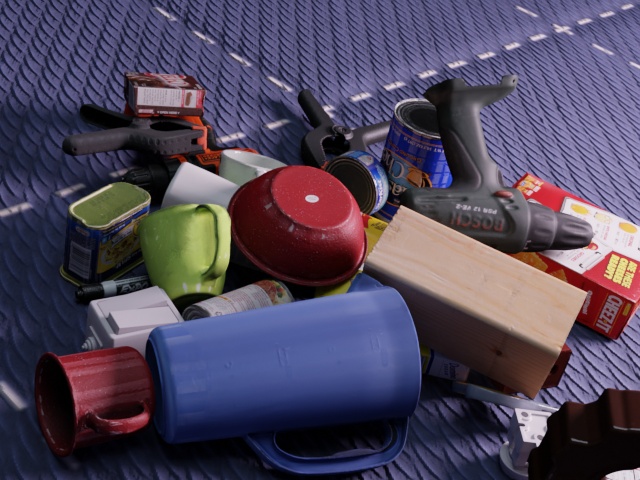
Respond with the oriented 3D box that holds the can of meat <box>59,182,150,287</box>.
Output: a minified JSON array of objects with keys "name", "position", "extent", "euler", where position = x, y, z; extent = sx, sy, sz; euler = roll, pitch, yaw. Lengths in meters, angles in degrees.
[{"name":"can of meat","position":[-0.232,-0.007,1.160],"extent":[0.057,0.084,0.101],"euler":[28,37,20]}]

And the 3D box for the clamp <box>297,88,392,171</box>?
[{"name":"clamp","position":[0.037,-0.140,1.490],"extent":[0.164,0.036,0.210],"euler":[12,36,-1]}]

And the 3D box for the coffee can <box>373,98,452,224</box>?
[{"name":"coffee can","position":[0.127,-0.096,1.365],"extent":[0.102,0.140,0.103],"euler":[10,34,-7]}]

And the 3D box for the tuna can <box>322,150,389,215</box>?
[{"name":"tuna can","position":[0.044,-0.070,1.348],"extent":[0.086,0.086,0.033],"euler":[32,36,25]}]

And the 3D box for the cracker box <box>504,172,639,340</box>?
[{"name":"cracker box","position":[0.308,0.016,1.331],"extent":[0.214,0.072,0.163],"euler":[29,39,20]}]

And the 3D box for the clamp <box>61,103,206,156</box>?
[{"name":"clamp","position":[-0.226,-0.135,1.307],"extent":[0.171,0.039,0.120],"euler":[2,35,-11]}]

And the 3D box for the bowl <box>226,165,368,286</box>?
[{"name":"bowl","position":[-0.017,-0.029,1.147],"extent":[0.162,0.055,0.162],"euler":[12,46,-13]}]

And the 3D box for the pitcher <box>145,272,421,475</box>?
[{"name":"pitcher","position":[-0.034,0.131,1.000],"extent":[0.242,0.145,0.149],"euler":[-6,30,-18]}]

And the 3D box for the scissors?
[{"name":"scissors","position":[0.220,0.174,1.110],"extent":[0.201,0.016,0.096],"euler":[19,-5,-31]}]

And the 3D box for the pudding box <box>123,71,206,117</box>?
[{"name":"pudding box","position":[-0.197,-0.184,1.340],"extent":[0.090,0.039,0.113],"euler":[0,20,-16]}]

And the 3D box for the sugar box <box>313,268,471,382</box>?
[{"name":"sugar box","position":[0.078,0.086,1.142],"extent":[0.176,0.048,0.093],"euler":[10,53,5]}]

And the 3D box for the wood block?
[{"name":"wood block","position":[0.148,0.062,1.083],"extent":[0.206,0.091,0.090],"euler":[26,54,12]}]

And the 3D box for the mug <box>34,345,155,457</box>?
[{"name":"mug","position":[-0.193,0.142,0.946],"extent":[0.081,0.093,0.117],"euler":[-7,15,-35]}]

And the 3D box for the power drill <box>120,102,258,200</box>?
[{"name":"power drill","position":[-0.188,-0.118,1.365],"extent":[0.184,0.057,0.188],"euler":[-10,42,-26]}]

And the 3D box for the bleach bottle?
[{"name":"bleach bottle","position":[-0.058,0.001,1.215],"extent":[0.251,0.103,0.068],"euler":[24,54,-1]}]

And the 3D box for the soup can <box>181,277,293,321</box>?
[{"name":"soup can","position":[-0.083,0.084,1.095],"extent":[0.102,0.068,0.069],"euler":[-19,45,-38]}]

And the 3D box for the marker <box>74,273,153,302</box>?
[{"name":"marker","position":[-0.205,0.048,1.147],"extent":[0.120,0.020,0.020],"euler":[-10,40,-31]}]
